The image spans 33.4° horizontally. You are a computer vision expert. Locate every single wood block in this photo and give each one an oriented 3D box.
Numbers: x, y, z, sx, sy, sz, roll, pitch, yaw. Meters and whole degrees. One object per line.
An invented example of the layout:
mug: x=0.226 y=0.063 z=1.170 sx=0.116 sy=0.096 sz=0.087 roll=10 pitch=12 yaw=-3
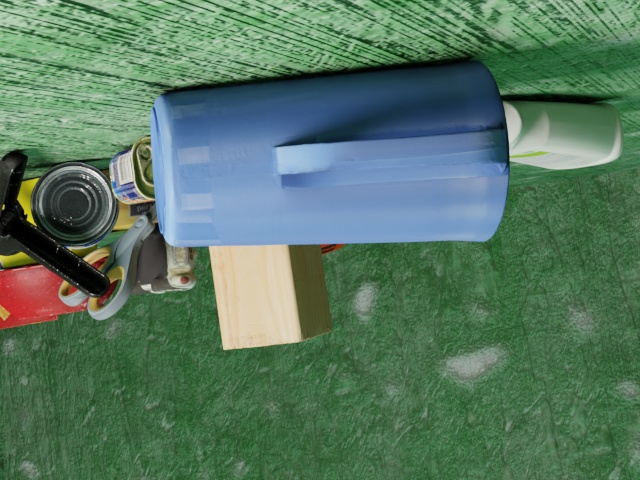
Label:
wood block: x=-0.056 y=0.001 z=1.097 sx=0.090 sy=0.206 sz=0.090 roll=-8 pitch=179 yaw=23

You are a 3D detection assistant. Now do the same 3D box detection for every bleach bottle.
bleach bottle: x=0.216 y=-0.111 z=1.081 sx=0.103 sy=0.068 sz=0.250 roll=-9 pitch=176 yaw=35

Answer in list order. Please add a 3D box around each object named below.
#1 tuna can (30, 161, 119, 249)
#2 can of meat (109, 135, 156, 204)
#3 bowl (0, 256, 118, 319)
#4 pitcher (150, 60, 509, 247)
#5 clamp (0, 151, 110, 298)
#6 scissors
tuna can: x=-0.243 y=-0.035 z=1.059 sx=0.086 sy=0.086 sz=0.034 roll=-8 pitch=177 yaw=-9
can of meat: x=-0.138 y=-0.066 z=0.994 sx=0.101 sy=0.057 sz=0.084 roll=-8 pitch=-179 yaw=-27
bowl: x=-0.287 y=0.052 z=1.166 sx=0.162 sy=0.055 sz=0.162 roll=-9 pitch=180 yaw=0
pitcher: x=0.006 y=-0.057 z=0.754 sx=0.242 sy=0.145 sz=0.149 roll=-5 pitch=140 yaw=-11
clamp: x=-0.302 y=-0.028 z=1.012 sx=0.210 sy=0.164 sz=0.036 roll=14 pitch=-131 yaw=37
scissors: x=-0.171 y=0.001 z=1.035 sx=0.202 sy=0.096 sz=0.016 roll=-40 pitch=134 yaw=2
